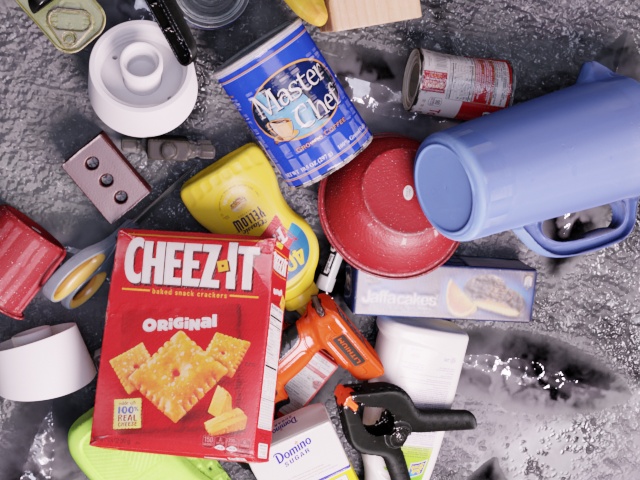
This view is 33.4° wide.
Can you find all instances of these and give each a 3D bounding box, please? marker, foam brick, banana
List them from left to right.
[{"bbox_3d":[-0.215,-0.064,1.073,0.053,0.051,0.078,-39,104,0],"label":"foam brick"},{"bbox_3d":[-0.056,-0.286,1.042,0.037,0.069,0.198,-37,91,15],"label":"banana"},{"bbox_3d":[0.024,-0.004,1.141,0.020,0.020,0.121,20,97,-13],"label":"marker"}]

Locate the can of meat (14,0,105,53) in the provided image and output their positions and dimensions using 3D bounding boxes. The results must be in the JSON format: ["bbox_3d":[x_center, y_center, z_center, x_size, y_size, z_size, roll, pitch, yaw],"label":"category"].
[{"bbox_3d":[-0.252,-0.230,1.019,0.057,0.084,0.102,-41,104,-1],"label":"can of meat"}]

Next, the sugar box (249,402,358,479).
[{"bbox_3d":[-0.007,0.257,1.106,0.093,0.048,0.176,-23,116,-1],"label":"sugar box"}]

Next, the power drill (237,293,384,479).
[{"bbox_3d":[-0.029,0.158,1.108,0.187,0.057,0.184,-36,114,3],"label":"power drill"}]

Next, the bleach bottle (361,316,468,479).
[{"bbox_3d":[0.084,0.207,1.170,0.102,0.068,0.251,11,101,-13],"label":"bleach bottle"}]

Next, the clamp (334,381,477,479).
[{"bbox_3d":[0.074,0.206,1.109,0.171,0.039,0.120,27,91,-27],"label":"clamp"}]

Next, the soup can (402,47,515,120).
[{"bbox_3d":[0.142,-0.160,1.106,0.102,0.068,0.068,7,99,-10],"label":"soup can"}]

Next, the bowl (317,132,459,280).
[{"bbox_3d":[0.081,-0.043,1.094,0.162,0.055,0.162,3,76,-11],"label":"bowl"}]

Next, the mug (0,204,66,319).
[{"bbox_3d":[-0.316,0.011,1.053,0.117,0.093,0.081,38,88,-12],"label":"mug"}]

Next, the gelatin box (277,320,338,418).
[{"bbox_3d":[-0.036,0.143,1.153,0.073,0.030,0.089,37,96,-14],"label":"gelatin box"}]

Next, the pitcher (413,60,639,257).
[{"bbox_3d":[0.219,-0.069,1.061,0.242,0.149,0.145,-18,143,-29],"label":"pitcher"}]

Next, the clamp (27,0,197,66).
[{"bbox_3d":[-0.192,-0.274,0.992,0.164,0.036,0.210,8,70,-36],"label":"clamp"}]

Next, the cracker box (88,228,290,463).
[{"bbox_3d":[-0.124,0.101,1.032,0.164,0.072,0.213,3,78,11],"label":"cracker box"}]

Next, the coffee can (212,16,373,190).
[{"bbox_3d":[-0.027,-0.136,1.065,0.103,0.103,0.140,-34,104,-2],"label":"coffee can"}]

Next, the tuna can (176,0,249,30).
[{"bbox_3d":[-0.111,-0.253,1.064,0.086,0.034,0.086,-2,101,-9],"label":"tuna can"}]

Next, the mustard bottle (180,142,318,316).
[{"bbox_3d":[-0.057,0.001,1.109,0.096,0.058,0.191,-32,104,1],"label":"mustard bottle"}]

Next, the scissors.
[{"bbox_3d":[-0.203,0.003,1.098,0.016,0.096,0.201,41,61,14],"label":"scissors"}]
